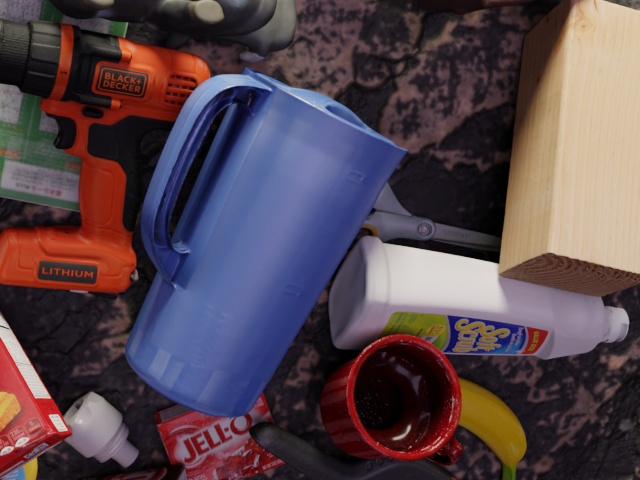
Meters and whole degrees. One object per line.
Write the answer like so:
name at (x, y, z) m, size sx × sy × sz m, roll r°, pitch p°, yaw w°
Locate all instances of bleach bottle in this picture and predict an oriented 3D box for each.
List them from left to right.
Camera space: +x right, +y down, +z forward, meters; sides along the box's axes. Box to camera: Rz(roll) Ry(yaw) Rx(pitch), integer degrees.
bleach bottle at (0.139, 0.055, 0.867) m, size 0.250 × 0.103 × 0.068 m, roll 6°, pitch 56°, yaw -17°

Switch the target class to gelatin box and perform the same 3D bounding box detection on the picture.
gelatin box at (-0.081, 0.160, 0.861) m, size 0.089 × 0.030 × 0.073 m, roll -20°, pitch 104°, yaw -11°

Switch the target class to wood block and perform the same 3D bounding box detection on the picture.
wood block at (0.205, -0.070, 0.826) m, size 0.090 × 0.090 × 0.206 m, roll 12°, pitch 75°, yaw -12°

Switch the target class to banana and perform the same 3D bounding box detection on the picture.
banana at (0.106, 0.147, 0.904) m, size 0.197 × 0.037 × 0.069 m, roll 28°, pitch 90°, yaw -18°

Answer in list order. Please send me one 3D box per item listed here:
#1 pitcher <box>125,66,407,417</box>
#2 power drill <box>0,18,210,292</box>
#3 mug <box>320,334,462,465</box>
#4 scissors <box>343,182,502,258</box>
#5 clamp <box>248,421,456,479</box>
pitcher at (-0.055, 0.001, 0.783) m, size 0.149 × 0.145 × 0.243 m, roll 28°, pitch 98°, yaw 1°
power drill at (-0.182, -0.059, 0.751) m, size 0.184 × 0.057 × 0.188 m, roll 7°, pitch 114°, yaw -23°
mug at (0.059, 0.132, 0.822) m, size 0.117 × 0.082 × 0.093 m, roll 39°, pitch 66°, yaw -7°
scissors at (0.076, -0.029, 0.877) m, size 0.201 × 0.016 × 0.096 m, roll -5°, pitch 101°, yaw -14°
clamp at (0.021, 0.225, 0.889) m, size 0.209 × 0.036 × 0.165 m, roll 6°, pitch 113°, yaw -25°
